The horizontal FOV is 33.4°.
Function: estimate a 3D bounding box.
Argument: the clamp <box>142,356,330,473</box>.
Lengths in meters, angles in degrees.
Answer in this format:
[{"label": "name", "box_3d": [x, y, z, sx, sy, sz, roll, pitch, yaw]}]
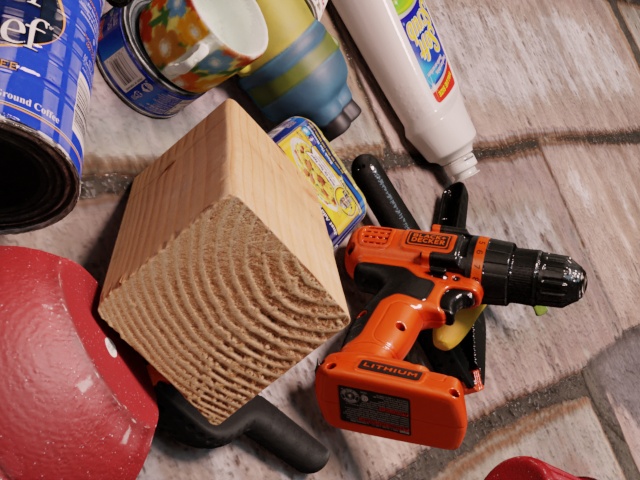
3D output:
[{"label": "clamp", "box_3d": [-0.053, 0.097, 0.660, 0.171, 0.039, 0.120, -4, 65, -57]}]

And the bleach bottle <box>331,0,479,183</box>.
[{"label": "bleach bottle", "box_3d": [0.084, -0.173, 1.009, 0.102, 0.068, 0.251, -33, 96, -55]}]

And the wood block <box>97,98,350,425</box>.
[{"label": "wood block", "box_3d": [-0.054, 0.000, 0.604, 0.090, 0.091, 0.206, 48, 10, -18]}]

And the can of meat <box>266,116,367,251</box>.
[{"label": "can of meat", "box_3d": [-0.018, -0.033, 0.780, 0.102, 0.058, 0.083, 56, 32, -9]}]

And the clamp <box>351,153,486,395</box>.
[{"label": "clamp", "box_3d": [0.092, 0.027, 0.898, 0.164, 0.036, 0.210, 18, 56, -47]}]

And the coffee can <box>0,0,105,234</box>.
[{"label": "coffee can", "box_3d": [-0.173, -0.089, 0.573, 0.102, 0.103, 0.140, 30, 46, -38]}]

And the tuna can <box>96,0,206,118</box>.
[{"label": "tuna can", "box_3d": [-0.114, -0.130, 0.741, 0.086, 0.034, 0.086, 31, 44, -37]}]

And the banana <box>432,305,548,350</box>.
[{"label": "banana", "box_3d": [0.145, 0.041, 0.892, 0.197, 0.037, 0.069, -9, 79, -53]}]

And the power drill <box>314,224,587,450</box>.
[{"label": "power drill", "box_3d": [0.087, 0.062, 0.763, 0.187, 0.185, 0.057, -60, 150, -49]}]

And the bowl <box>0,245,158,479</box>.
[{"label": "bowl", "box_3d": [-0.124, 0.061, 0.509, 0.162, 0.055, 0.162, 62, 2, -5]}]
